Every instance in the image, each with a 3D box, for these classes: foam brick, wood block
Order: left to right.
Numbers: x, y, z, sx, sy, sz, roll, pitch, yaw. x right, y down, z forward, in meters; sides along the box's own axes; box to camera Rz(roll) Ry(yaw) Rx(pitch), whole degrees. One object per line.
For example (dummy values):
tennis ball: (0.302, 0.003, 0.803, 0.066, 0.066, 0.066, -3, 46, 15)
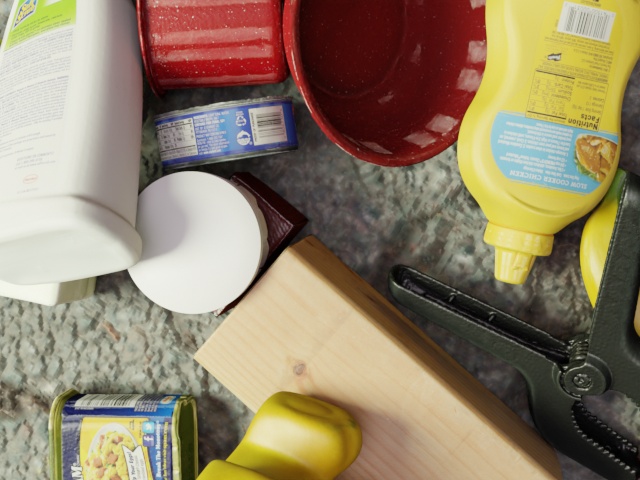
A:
foam brick: (-0.054, 0.001, 0.670, 0.051, 0.053, 0.078, 42, 98, 4)
wood block: (0.037, 0.099, 0.646, 0.206, 0.090, 0.091, 42, 99, 3)

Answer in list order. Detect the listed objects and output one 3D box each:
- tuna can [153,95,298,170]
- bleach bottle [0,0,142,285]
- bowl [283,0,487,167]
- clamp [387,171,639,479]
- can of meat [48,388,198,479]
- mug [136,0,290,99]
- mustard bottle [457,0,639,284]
tuna can: (-0.057, -0.065, 0.650, 0.086, 0.086, 0.034, -8, 94, 8)
bleach bottle: (-0.143, -0.102, 0.624, 0.103, 0.068, 0.251, -10, 61, 25)
bowl: (0.034, -0.126, 0.624, 0.161, 0.055, 0.162, -10, 106, -35)
clamp: (0.160, 0.065, 0.621, 0.165, 0.036, 0.210, -31, 105, 34)
can of meat: (-0.125, 0.148, 0.689, 0.084, 0.057, 0.102, -1, 94, 7)
mug: (-0.061, -0.144, 0.651, 0.081, 0.093, 0.117, -2, 57, 3)
mustard bottle: (0.133, -0.068, 0.633, 0.096, 0.058, 0.192, 9, 96, -16)
